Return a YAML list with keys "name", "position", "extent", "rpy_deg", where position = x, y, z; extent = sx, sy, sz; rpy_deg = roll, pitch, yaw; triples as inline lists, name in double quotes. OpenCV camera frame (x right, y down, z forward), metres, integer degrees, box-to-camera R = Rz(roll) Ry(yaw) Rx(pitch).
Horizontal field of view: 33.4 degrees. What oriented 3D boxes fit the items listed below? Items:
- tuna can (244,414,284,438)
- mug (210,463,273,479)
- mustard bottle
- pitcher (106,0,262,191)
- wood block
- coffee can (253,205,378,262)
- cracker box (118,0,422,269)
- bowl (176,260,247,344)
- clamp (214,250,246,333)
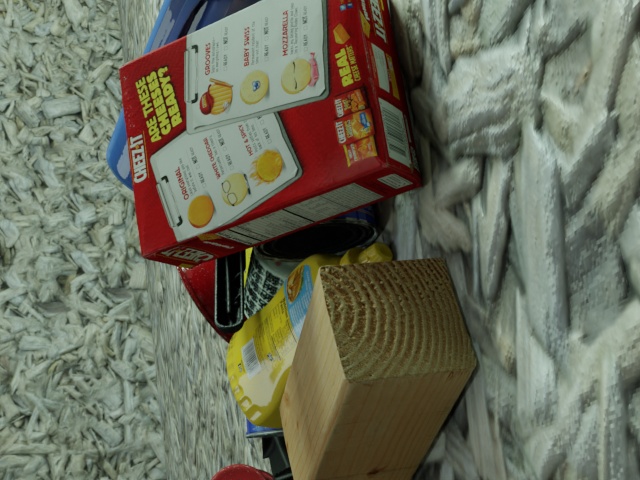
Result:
- name: "tuna can"
  position: [-0.034, 0.178, 1.073]
  extent: [0.086, 0.086, 0.034]
  rpy_deg: [134, 132, -72]
- name: "mug"
  position: [-0.083, 0.321, 1.284]
  extent: [0.093, 0.117, 0.081]
  rpy_deg: [-55, -18, -13]
- name: "mustard bottle"
  position: [-0.005, 0.067, 0.882]
  extent: [0.192, 0.058, 0.096]
  rpy_deg: [-48, 42, 33]
- name: "pitcher"
  position: [-0.110, -0.150, 0.972]
  extent: [0.243, 0.149, 0.145]
  rpy_deg: [-59, 33, 26]
- name: "wood block"
  position: [0.033, 0.108, 0.775]
  extent: [0.206, 0.090, 0.090]
  rpy_deg: [106, 156, -53]
- name: "coffee can"
  position: [-0.013, -0.064, 0.882]
  extent: [0.103, 0.102, 0.140]
  rpy_deg: [123, 140, -68]
- name: "cracker box"
  position: [-0.041, -0.087, 0.800]
  extent: [0.072, 0.214, 0.164]
  rpy_deg: [21, -125, -57]
- name: "bowl"
  position: [-0.113, 0.055, 1.320]
  extent: [0.162, 0.055, 0.162]
  rpy_deg: [53, -169, -16]
- name: "clamp"
  position: [-0.082, -0.001, 0.968]
  extent: [0.210, 0.036, 0.164]
  rpy_deg: [137, 132, -87]
